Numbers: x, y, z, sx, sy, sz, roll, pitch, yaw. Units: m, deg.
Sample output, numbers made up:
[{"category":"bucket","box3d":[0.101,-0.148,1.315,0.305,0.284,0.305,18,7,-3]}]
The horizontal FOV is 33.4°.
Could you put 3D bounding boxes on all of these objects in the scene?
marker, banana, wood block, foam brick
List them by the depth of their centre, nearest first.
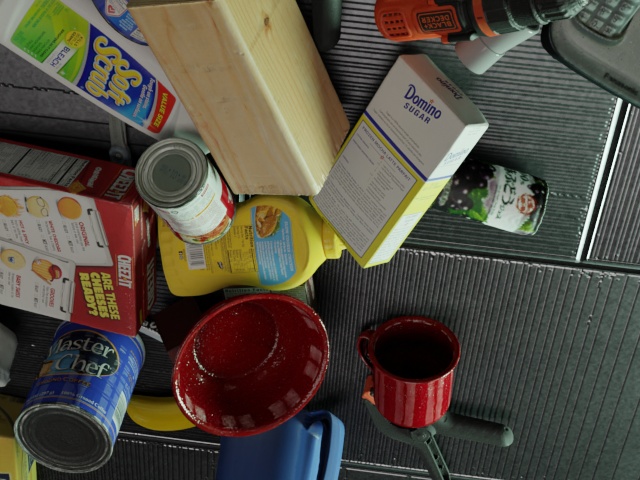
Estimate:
[{"category":"wood block","box3d":[-0.060,-0.140,0.877,0.090,0.090,0.206,2,140,29]},{"category":"foam brick","box3d":[-0.134,0.102,1.102,0.051,0.078,0.053,-27,124,-7]},{"category":"marker","box3d":[-0.170,0.101,1.152,0.121,0.020,0.020,29,125,-13]},{"category":"banana","box3d":[-0.141,0.176,1.193,0.198,0.037,0.069,-16,125,19]}]

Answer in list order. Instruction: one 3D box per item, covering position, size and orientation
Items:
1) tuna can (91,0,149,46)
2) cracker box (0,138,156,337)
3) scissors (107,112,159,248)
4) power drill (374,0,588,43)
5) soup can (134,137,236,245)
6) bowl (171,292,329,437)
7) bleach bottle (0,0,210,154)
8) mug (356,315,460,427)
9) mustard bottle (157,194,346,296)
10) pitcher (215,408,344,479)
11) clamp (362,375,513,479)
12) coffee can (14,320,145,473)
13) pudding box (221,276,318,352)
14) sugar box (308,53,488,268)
[{"category":"tuna can","box3d":[-0.150,-0.203,0.879,0.034,0.086,0.086,-33,116,29]},{"category":"cracker box","box3d":[-0.269,-0.009,1.036,0.214,0.072,0.164,12,128,8]},{"category":"scissors","box3d":[-0.208,-0.075,1.028,0.096,0.016,0.202,-6,121,18]},{"category":"power drill","box3d":[0.098,-0.238,0.803,0.185,0.057,0.187,0,127,38]},{"category":"soup can","box3d":[-0.121,-0.043,0.963,0.068,0.068,0.102,-2,161,9]},{"category":"bowl","box3d":[-0.075,0.112,1.051,0.162,0.055,0.162,-10,119,-19]},{"category":"bleach bottle","box3d":[-0.162,-0.153,0.930,0.250,0.068,0.103,33,128,-23]},{"category":"mug","box3d":[0.086,0.133,1.106,0.117,0.093,0.081,26,139,28]},{"category":"mustard bottle","box3d":[-0.057,0.001,1.034,0.192,0.058,0.096,-3,105,10]},{"category":"pitcher","box3d":[-0.052,0.297,1.142,0.145,0.242,0.149,3,128,3]},{"category":"clamp","box3d":[0.113,0.212,1.184,0.171,0.039,0.120,29,121,-6]},{"category":"coffee can","box3d":[-0.252,0.159,1.131,0.103,0.140,0.103,4,127,5]},{"category":"pudding box","box3d":[-0.049,0.078,1.107,0.090,0.039,0.113,-1,125,10]},{"category":"sugar box","box3d":[0.066,-0.069,0.948,0.093,0.048,0.176,52,126,22]}]
